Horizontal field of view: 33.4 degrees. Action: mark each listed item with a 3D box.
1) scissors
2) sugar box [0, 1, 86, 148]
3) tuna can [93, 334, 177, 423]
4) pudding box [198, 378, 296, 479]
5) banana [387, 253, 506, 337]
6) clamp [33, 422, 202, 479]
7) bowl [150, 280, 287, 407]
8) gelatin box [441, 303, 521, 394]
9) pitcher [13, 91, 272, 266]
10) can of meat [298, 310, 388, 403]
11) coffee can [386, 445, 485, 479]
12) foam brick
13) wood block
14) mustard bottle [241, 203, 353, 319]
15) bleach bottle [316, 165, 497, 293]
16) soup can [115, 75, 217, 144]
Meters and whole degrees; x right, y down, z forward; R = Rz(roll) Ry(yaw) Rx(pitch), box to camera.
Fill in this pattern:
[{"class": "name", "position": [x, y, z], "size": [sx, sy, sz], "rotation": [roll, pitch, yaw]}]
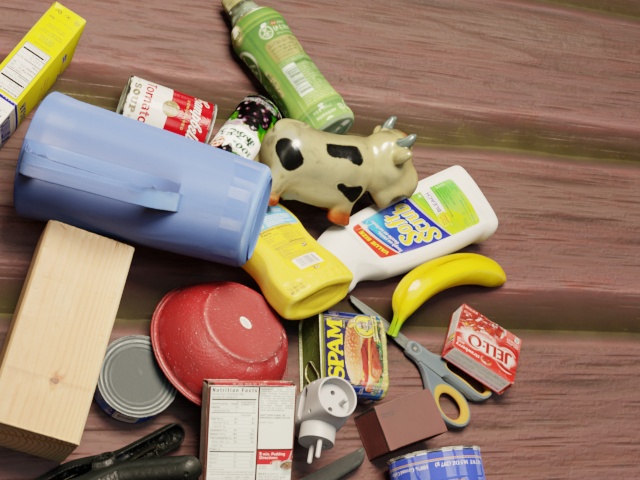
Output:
[{"class": "scissors", "position": [0.108, 0.146, 1.227], "size": [0.201, 0.016, 0.096], "rotation": [27, 56, -12]}, {"class": "sugar box", "position": [-0.318, -0.163, 1.127], "size": [0.048, 0.093, 0.176], "rotation": [32, 60, -9]}, {"class": "tuna can", "position": [-0.189, 0.142, 1.087], "size": [0.086, 0.034, 0.086], "rotation": [9, 65, -20]}, {"class": "pudding box", "position": [-0.072, 0.193, 1.052], "size": [0.090, 0.039, 0.113], "rotation": [3, 90, -13]}, {"class": "banana", "position": [0.149, 0.049, 1.260], "size": [0.197, 0.070, 0.037], "rotation": [-20, 40, -33]}, {"class": "clamp", "position": [-0.198, 0.219, 1.026], "size": [0.171, 0.120, 0.039], "rotation": [-11, 95, -5]}, {"class": "bowl", "position": [-0.092, 0.099, 1.111], "size": [0.162, 0.055, 0.162], "rotation": [21, 46, -23]}, {"class": "gelatin box", "position": [0.191, 0.127, 1.254], "size": [0.089, 0.030, 0.073], "rotation": [33, 43, -8]}, {"class": "pitcher", "position": [-0.178, -0.054, 1.073], "size": [0.243, 0.145, 0.149], "rotation": [16, 50, 2]}, {"class": "can of meat", "position": [0.025, 0.128, 1.176], "size": [0.083, 0.058, 0.102], "rotation": [8, 65, -23]}, {"class": "coffee can", "position": [0.131, 0.296, 1.123], "size": [0.102, 0.103, 0.140], "rotation": [0, 68, -24]}, {"class": "foam brick", "position": [0.088, 0.202, 1.175], "size": [0.078, 0.051, 0.053], "rotation": [-12, 73, -28]}, {"class": "wood block", "position": [-0.259, 0.098, 1.043], "size": [0.090, 0.090, 0.206], "rotation": [20, 61, -16]}, {"class": "mustard bottle", "position": [-0.058, 0.002, 1.168], "size": [0.096, 0.058, 0.192], "rotation": [-20, 54, -38]}, {"class": "bleach bottle", "position": [0.086, 0.002, 1.255], "size": [0.250, 0.068, 0.102], "rotation": [-27, 81, -28]}, {"class": "soup can", "position": [-0.175, -0.137, 1.194], "size": [0.102, 0.069, 0.068], "rotation": [18, 62, -15]}]
